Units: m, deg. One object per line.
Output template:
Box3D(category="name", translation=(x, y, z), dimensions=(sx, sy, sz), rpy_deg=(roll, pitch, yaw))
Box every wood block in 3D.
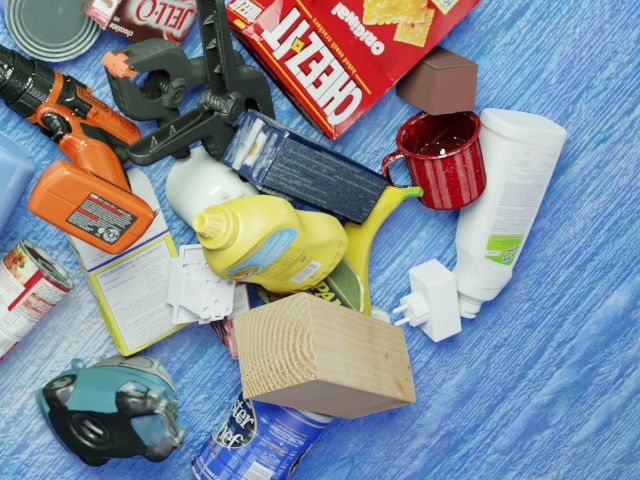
Box3D(category="wood block", translation=(0.009, 0.126, 1.126), dimensions=(0.091, 0.090, 0.205), rpy_deg=(-20, 156, 27))

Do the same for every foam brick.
Box3D(category="foam brick", translation=(0.122, -0.168, 1.119), dimensions=(0.052, 0.078, 0.051), rpy_deg=(-9, 117, -24))

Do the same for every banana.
Box3D(category="banana", translation=(0.050, 0.015, 1.187), dimensions=(0.037, 0.070, 0.198), rpy_deg=(-30, 145, -53))

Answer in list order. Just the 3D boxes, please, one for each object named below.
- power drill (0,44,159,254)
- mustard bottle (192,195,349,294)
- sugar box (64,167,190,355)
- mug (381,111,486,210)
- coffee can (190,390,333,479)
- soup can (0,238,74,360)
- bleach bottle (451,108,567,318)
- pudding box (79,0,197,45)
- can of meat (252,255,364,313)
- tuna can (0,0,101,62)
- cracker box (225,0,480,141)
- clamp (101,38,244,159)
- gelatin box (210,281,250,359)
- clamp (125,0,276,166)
Box3D(category="power drill", translation=(-0.219, -0.084, 0.915), dimensions=(0.184, 0.188, 0.057), rpy_deg=(30, 114, -38))
Box3D(category="mustard bottle", translation=(-0.057, 0.001, 1.016), dimensions=(0.096, 0.058, 0.191), rpy_deg=(-38, 153, 20))
Box3D(category="sugar box", translation=(-0.191, 0.022, 1.071), dimensions=(0.093, 0.048, 0.176), rpy_deg=(-28, 122, -19))
Box3D(category="mug", translation=(0.124, -0.083, 1.164), dimensions=(0.117, 0.093, 0.081), rpy_deg=(-17, 129, 3))
Box3D(category="coffee can", translation=(-0.066, 0.224, 1.208), dimensions=(0.102, 0.103, 0.140), rpy_deg=(30, 98, -36))
Box3D(category="soup can", translation=(-0.295, 0.057, 1.020), dimensions=(0.102, 0.069, 0.068), rpy_deg=(-46, 127, 0))
Box3D(category="bleach bottle", translation=(0.200, -0.024, 1.247), dimensions=(0.102, 0.068, 0.251), rpy_deg=(3, 116, -30))
Box3D(category="pudding box", translation=(-0.149, -0.219, 0.944), dimensions=(0.090, 0.039, 0.113), rpy_deg=(-60, 155, 9))
Box3D(category="can of meat", translation=(-0.013, 0.047, 1.154), dimensions=(0.084, 0.057, 0.102), rpy_deg=(-21, 130, 22))
Box3D(category="tuna can", translation=(-0.236, -0.203, 0.937), dimensions=(0.086, 0.034, 0.086), rpy_deg=(-12, 120, -22))
Box3D(category="cracker box", translation=(0.034, -0.229, 1.043), dimensions=(0.213, 0.072, 0.164), rpy_deg=(-44, 128, -1))
Box3D(category="clamp", translation=(-0.134, -0.148, 0.985), dimensions=(0.120, 0.039, 0.171), rpy_deg=(-59, 158, -2))
Box3D(category="gelatin box", translation=(-0.099, 0.069, 1.128), dimensions=(0.030, 0.073, 0.089), rpy_deg=(-17, 123, -19))
Box3D(category="clamp", translation=(-0.099, -0.119, 0.990), dimensions=(0.164, 0.036, 0.209), rpy_deg=(-62, 157, -5))
